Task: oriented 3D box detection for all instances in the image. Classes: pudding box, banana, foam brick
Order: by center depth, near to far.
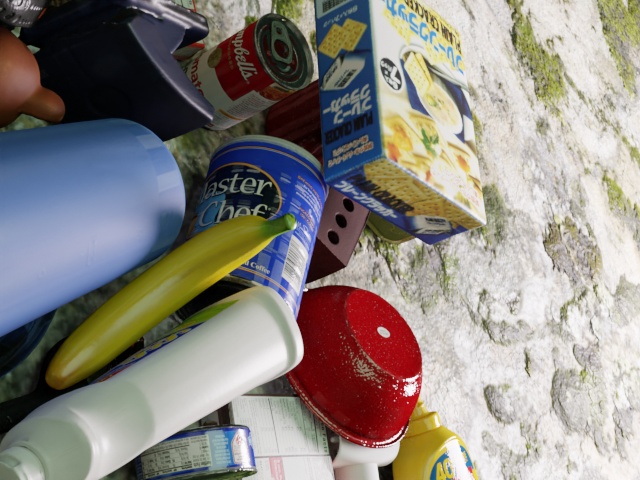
[{"bbox_3d":[-0.108,0.034,0.736,0.197,0.070,0.037,-37,94,-15],"label":"banana"},{"bbox_3d":[-0.040,0.168,0.846,0.113,0.039,0.090,11,62,-48],"label":"pudding box"},{"bbox_3d":[0.001,-0.011,0.962,0.053,0.051,0.078,47,44,-23],"label":"foam brick"}]

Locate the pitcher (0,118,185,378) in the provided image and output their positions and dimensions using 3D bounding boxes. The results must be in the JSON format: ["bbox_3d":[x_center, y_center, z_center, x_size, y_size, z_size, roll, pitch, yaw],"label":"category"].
[{"bbox_3d":[-0.198,0.001,0.677,0.145,0.149,0.242,59,32,4],"label":"pitcher"}]

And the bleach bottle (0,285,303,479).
[{"bbox_3d":[-0.111,0.101,0.679,0.250,0.103,0.068,-27,92,-61],"label":"bleach bottle"}]

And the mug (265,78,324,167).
[{"bbox_3d":[-0.001,-0.100,0.977,0.093,0.082,0.117,56,40,-14],"label":"mug"}]

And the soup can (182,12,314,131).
[{"bbox_3d":[-0.065,-0.141,0.907,0.068,0.102,0.068,23,57,-41],"label":"soup can"}]

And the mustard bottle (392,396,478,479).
[{"bbox_3d":[0.111,0.234,0.972,0.096,0.058,0.191,-14,83,-50],"label":"mustard bottle"}]

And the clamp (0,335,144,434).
[{"bbox_3d":[-0.163,0.126,0.724,0.120,0.039,0.171,61,39,-15],"label":"clamp"}]

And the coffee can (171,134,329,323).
[{"bbox_3d":[-0.056,0.001,0.853,0.102,0.103,0.140,39,48,-31],"label":"coffee can"}]

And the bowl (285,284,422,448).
[{"bbox_3d":[0.036,0.094,0.915,0.162,0.055,0.162,34,32,-25],"label":"bowl"}]

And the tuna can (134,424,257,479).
[{"bbox_3d":[-0.089,0.155,0.758,0.085,0.086,0.034,8,66,-47],"label":"tuna can"}]
